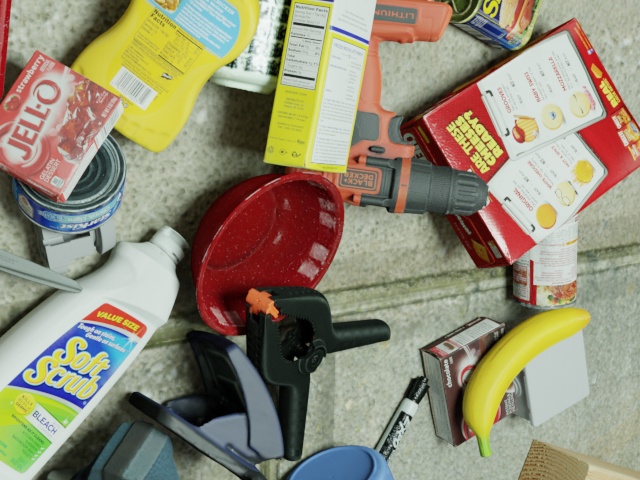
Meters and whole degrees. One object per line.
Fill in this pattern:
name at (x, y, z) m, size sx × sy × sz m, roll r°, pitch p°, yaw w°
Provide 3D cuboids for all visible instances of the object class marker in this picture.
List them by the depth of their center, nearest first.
marker at (0.079, 0.194, 1.098) m, size 0.020 × 0.020 × 0.121 m, roll 35°, pitch 81°, yaw -35°

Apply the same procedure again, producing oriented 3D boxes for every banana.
banana at (0.204, 0.128, 1.105) m, size 0.197 × 0.037 × 0.069 m, roll -48°, pitch 119°, yaw -17°

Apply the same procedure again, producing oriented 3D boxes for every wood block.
wood block at (0.331, 0.309, 1.255) m, size 0.205 × 0.090 × 0.091 m, roll 23°, pitch 87°, yaw -36°

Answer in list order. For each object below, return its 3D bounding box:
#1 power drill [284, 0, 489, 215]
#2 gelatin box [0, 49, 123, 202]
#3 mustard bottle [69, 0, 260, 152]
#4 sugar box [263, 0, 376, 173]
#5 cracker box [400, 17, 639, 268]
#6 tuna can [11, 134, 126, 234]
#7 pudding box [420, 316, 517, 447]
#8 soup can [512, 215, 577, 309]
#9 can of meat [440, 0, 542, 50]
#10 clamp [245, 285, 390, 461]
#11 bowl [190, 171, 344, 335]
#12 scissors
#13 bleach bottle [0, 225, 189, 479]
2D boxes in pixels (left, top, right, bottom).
power drill at (0.068, -0.118, 0.948) m, size 0.184 × 0.057 × 0.188 m, roll 7°, pitch 93°, yaw -1°
gelatin box at (-0.198, -0.083, 0.780) m, size 0.073 × 0.030 × 0.089 m, roll 29°, pitch 75°, yaw 0°
mustard bottle at (-0.103, -0.167, 0.816) m, size 0.096 × 0.058 × 0.192 m, roll 38°, pitch 104°, yaw -10°
sugar box at (0.003, -0.145, 0.873) m, size 0.093 × 0.048 × 0.176 m, roll -4°, pitch 103°, yaw -69°
cracker box at (0.203, -0.096, 1.054) m, size 0.213 × 0.072 × 0.164 m, roll -34°, pitch 96°, yaw -22°
tuna can at (-0.192, -0.050, 0.815) m, size 0.086 × 0.034 × 0.086 m, roll 7°, pitch 61°, yaw -12°
pudding box at (0.158, 0.149, 1.128) m, size 0.089 × 0.039 × 0.113 m, roll -25°, pitch 114°, yaw -27°
soup can at (0.239, 0.014, 1.134) m, size 0.068 × 0.069 × 0.102 m, roll -12°, pitch 107°, yaw -32°
can of meat at (0.169, -0.243, 1.031) m, size 0.083 × 0.058 × 0.102 m, roll 19°, pitch 91°, yaw -39°
clamp at (-0.020, 0.110, 0.970) m, size 0.164 × 0.036 × 0.209 m, roll -57°, pitch 145°, yaw -8°
bowl at (-0.056, 0.001, 0.918) m, size 0.161 × 0.055 × 0.162 m, roll -30°, pitch 140°, yaw -30°
scissors at (-0.271, -0.018, 0.791) m, size 0.201 × 0.016 × 0.096 m, roll 7°, pitch 91°, yaw -25°
bleach bottle at (-0.202, 0.083, 0.855) m, size 0.250 × 0.068 × 0.102 m, roll -50°, pitch 124°, yaw -17°
